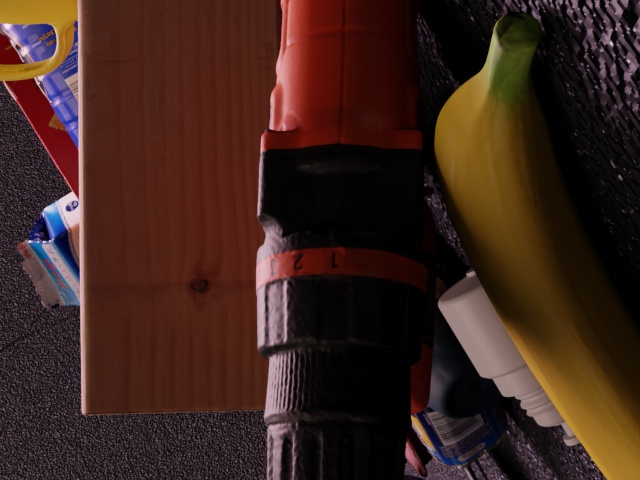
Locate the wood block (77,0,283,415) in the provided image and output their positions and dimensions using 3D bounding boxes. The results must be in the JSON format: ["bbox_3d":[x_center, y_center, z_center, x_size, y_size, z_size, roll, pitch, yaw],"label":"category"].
[{"bbox_3d":[-0.058,-0.028,0.484,0.090,0.091,0.206,103,165,-83],"label":"wood block"}]

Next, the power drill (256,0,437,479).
[{"bbox_3d":[0.015,0.018,0.391,0.187,0.057,0.184,74,-161,-73],"label":"power drill"}]
